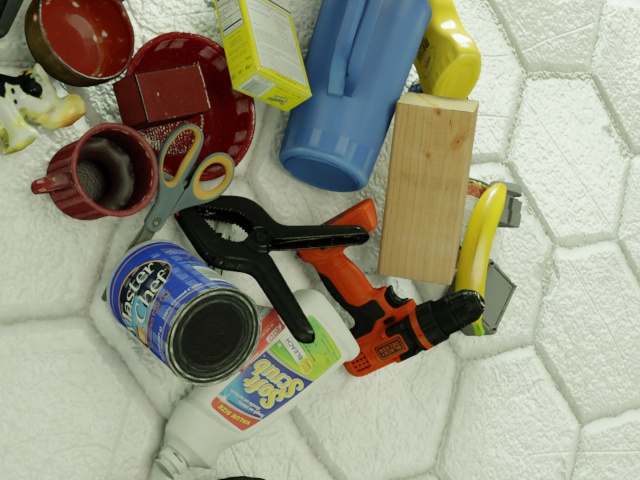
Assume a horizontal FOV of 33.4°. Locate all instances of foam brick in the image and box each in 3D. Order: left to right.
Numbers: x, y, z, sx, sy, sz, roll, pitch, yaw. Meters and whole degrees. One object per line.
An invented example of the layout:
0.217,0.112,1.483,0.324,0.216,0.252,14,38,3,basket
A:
-0.158,-0.144,1.071,0.078,0.053,0.051,-17,94,-37,foam brick

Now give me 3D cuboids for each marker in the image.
-0.112,0.012,1.176,0.020,0.020,0.121,23,70,-33,marker

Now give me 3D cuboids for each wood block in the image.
0.127,-0.062,1.261,0.090,0.090,0.206,-49,146,-69,wood block

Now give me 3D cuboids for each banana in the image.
0.195,0.015,1.315,0.069,0.037,0.198,36,64,-65,banana

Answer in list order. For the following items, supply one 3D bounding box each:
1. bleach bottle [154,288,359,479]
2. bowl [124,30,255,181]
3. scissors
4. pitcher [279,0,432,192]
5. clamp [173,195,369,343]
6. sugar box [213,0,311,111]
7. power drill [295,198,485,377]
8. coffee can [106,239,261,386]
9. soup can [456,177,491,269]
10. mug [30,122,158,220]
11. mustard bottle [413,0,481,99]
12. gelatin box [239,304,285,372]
-0.074,0.165,1.152,0.250,0.068,0.102,-43,110,-26,bleach bottle
-0.150,-0.139,1.145,0.161,0.055,0.162,6,80,-36,bowl
-0.152,-0.022,1.106,0.096,0.016,0.202,15,100,-33,scissors
0.035,-0.188,1.242,0.149,0.145,0.242,29,70,-33,pitcher
-0.058,0.001,1.144,0.210,0.036,0.164,32,52,9,clamp
-0.070,-0.237,1.183,0.093,0.048,0.176,18,49,-49,sugar box
0.072,0.049,1.226,0.187,0.185,0.057,59,19,-7,power drill
-0.137,0.069,1.055,0.102,0.140,0.103,-14,116,-30,coffee can
0.184,-0.021,1.374,0.068,0.069,0.102,35,65,-28,soup can
-0.230,-0.061,1.057,0.117,0.082,0.093,-18,95,-38,mug
0.140,-0.261,1.345,0.058,0.096,0.192,-2,52,-21,mustard bottle
-0.093,0.100,1.133,0.073,0.089,0.030,-45,125,-32,gelatin box
